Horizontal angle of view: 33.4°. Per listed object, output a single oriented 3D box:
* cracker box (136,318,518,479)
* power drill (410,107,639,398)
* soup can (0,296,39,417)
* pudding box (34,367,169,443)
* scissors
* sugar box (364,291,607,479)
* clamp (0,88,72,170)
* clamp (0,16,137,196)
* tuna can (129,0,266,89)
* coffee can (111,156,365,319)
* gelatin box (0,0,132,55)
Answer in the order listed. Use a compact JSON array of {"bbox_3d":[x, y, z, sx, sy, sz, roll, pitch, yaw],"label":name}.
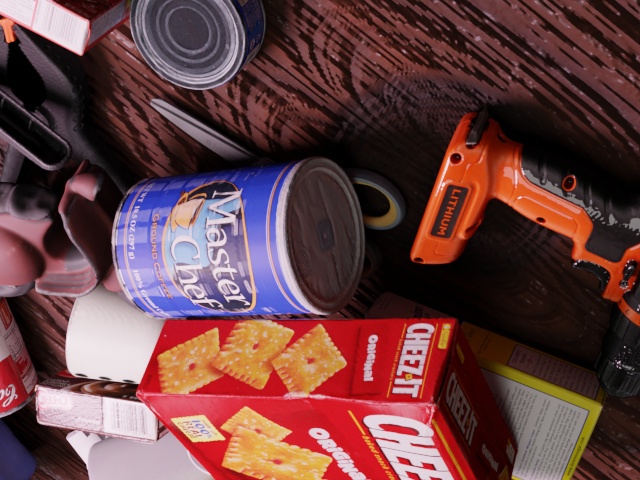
[{"bbox_3d":[0.008,0.125,0.726,0.214,0.072,0.164,-1,141,27],"label":"cracker box"},{"bbox_3d":[0.158,0.007,0.690,0.188,0.057,0.185,19,124,7],"label":"power drill"},{"bbox_3d":[-0.296,0.097,0.939,0.069,0.068,0.102,0,122,23],"label":"soup can"},{"bbox_3d":[-0.165,0.129,0.887,0.114,0.090,0.039,7,105,19],"label":"pudding box"},{"bbox_3d":[-0.021,-0.053,0.750,0.201,0.016,0.096,45,128,-10],"label":"scissors"},{"bbox_3d":[0.110,0.111,0.778,0.176,0.048,0.093,23,121,16],"label":"sugar box"},{"bbox_3d":[-0.264,-0.121,0.750,0.210,0.036,0.164,9,136,47],"label":"clamp"},{"bbox_3d":[-0.210,-0.091,0.791,0.120,0.039,0.171,-4,124,19],"label":"clamp"},{"bbox_3d":[-0.081,-0.143,0.702,0.086,0.033,0.086,11,126,16],"label":"tuna can"},{"bbox_3d":[-0.055,0.001,0.725,0.141,0.102,0.103,-4,121,31],"label":"coffee can"},{"bbox_3d":[-0.174,-0.166,0.701,0.089,0.073,0.030,28,128,4],"label":"gelatin box"}]
